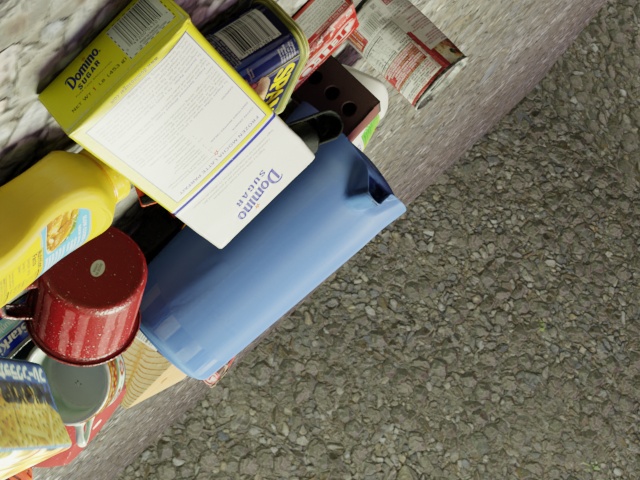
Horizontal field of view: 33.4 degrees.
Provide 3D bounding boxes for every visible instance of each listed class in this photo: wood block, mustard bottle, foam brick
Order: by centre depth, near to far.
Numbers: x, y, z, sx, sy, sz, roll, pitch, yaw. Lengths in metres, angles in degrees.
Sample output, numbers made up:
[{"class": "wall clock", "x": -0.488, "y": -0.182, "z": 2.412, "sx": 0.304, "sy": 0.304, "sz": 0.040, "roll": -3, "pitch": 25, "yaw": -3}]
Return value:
[{"class": "mustard bottle", "x": -0.184, "y": -0.003, "z": 0.649, "sx": 0.191, "sy": 0.058, "sz": 0.096, "roll": -41, "pitch": 172, "yaw": -30}, {"class": "foam brick", "x": 0.013, "y": -0.133, "z": 1.002, "sx": 0.053, "sy": 0.078, "sz": 0.051, "roll": -47, "pitch": 173, "yaw": 1}, {"class": "wood block", "x": -0.197, "y": 0.124, "z": 1.287, "sx": 0.091, "sy": 0.090, "sz": 0.206, "roll": -45, "pitch": 174, "yaw": 9}]

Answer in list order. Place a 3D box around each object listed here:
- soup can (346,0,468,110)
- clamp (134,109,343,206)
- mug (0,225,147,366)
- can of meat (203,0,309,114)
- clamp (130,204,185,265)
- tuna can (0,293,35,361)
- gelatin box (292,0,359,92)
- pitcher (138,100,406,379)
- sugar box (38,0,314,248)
[{"class": "soup can", "x": 0.077, "y": -0.180, "z": 0.995, "sx": 0.068, "sy": 0.102, "sz": 0.068, "roll": -44, "pitch": 174, "yaw": -6}, {"class": "clamp", "x": -0.065, "y": -0.061, "z": 0.808, "sx": 0.171, "sy": 0.039, "sz": 0.120, "roll": -20, "pitch": -178, "yaw": 6}, {"class": "mug", "x": -0.191, "y": 0.039, "z": 0.824, "sx": 0.117, "sy": 0.093, "sz": 0.082, "roll": -2, "pitch": 150, "yaw": -21}, {"class": "can of meat", "x": -0.065, "y": -0.110, "z": 0.745, "sx": 0.083, "sy": 0.057, "sz": 0.102, "roll": -38, "pitch": 171, "yaw": -30}, {"class": "clamp", "x": -0.187, "y": 0.036, "z": 0.997, "sx": 0.210, "sy": 0.036, "sz": 0.164, "roll": -47, "pitch": 180, "yaw": 17}, {"class": "tuna can", "x": -0.250, "y": 0.081, "z": 0.893, "sx": 0.086, "sy": 0.034, "sz": 0.086, "roll": -44, "pitch": 174, "yaw": -6}, {"class": "gelatin box", "x": -0.009, "y": -0.163, "z": 0.876, "sx": 0.089, "sy": 0.030, "sz": 0.073, "roll": -45, "pitch": 174, "yaw": 2}, {"class": "pitcher", "x": -0.056, "y": 0.001, "z": 0.946, "sx": 0.243, "sy": 0.145, "sz": 0.149, "roll": -43, "pitch": 164, "yaw": -1}, {"class": "sugar box", "x": -0.080, "y": -0.068, "z": 0.653, "sx": 0.093, "sy": 0.048, "sz": 0.176, "roll": -44, "pitch": 150, "yaw": 2}]
